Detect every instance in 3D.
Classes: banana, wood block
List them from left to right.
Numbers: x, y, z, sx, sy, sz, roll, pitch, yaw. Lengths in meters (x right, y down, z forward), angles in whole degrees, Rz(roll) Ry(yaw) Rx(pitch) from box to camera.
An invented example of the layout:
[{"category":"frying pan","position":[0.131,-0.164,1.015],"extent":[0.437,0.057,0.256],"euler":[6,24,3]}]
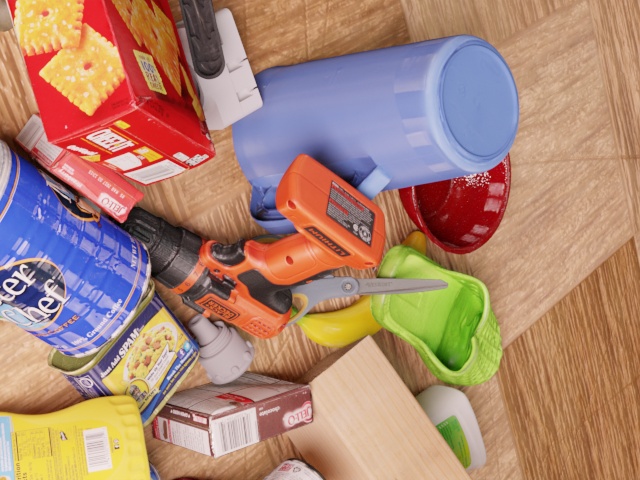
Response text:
[{"category":"banana","position":[0.049,0.057,1.067],"extent":[0.197,0.037,0.069],"euler":[-29,113,-38]},{"category":"wood block","position":[0.056,0.203,0.991],"extent":[0.090,0.091,0.206],"euler":[-35,89,-34]}]

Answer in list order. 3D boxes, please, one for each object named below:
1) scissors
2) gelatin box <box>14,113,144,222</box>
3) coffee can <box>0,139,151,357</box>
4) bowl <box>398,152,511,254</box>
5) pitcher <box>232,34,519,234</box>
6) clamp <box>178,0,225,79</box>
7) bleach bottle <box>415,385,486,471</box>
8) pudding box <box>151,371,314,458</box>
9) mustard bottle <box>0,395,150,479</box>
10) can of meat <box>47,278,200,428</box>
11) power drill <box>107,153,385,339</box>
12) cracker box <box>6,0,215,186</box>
[{"category":"scissors","position":[0.012,0.026,0.981],"extent":[0.201,0.016,0.096],"euler":[-16,90,-10]},{"category":"gelatin box","position":[-0.182,-0.054,0.801],"extent":[0.030,0.089,0.073],"euler":[-53,128,-4]},{"category":"coffee can","position":[-0.205,0.007,0.755],"extent":[0.140,0.103,0.102],"euler":[40,67,-39]},{"category":"bowl","position":[0.131,-0.067,1.121],"extent":[0.161,0.055,0.162],"euler":[-5,97,-43]},{"category":"pitcher","position":[0.041,-0.092,0.903],"extent":[0.144,0.243,0.149],"euler":[-14,97,-39]},{"category":"clamp","position":[-0.105,-0.222,0.825],"extent":[0.039,0.171,0.120],"euler":[-11,146,-6]},{"category":"bleach bottle","position":[0.061,0.248,1.078],"extent":[0.250,0.068,0.102],"euler":[-31,111,-35]},{"category":"pudding box","position":[-0.076,0.148,0.920],"extent":[0.113,0.090,0.039],"euler":[-10,98,-42]},{"category":"mustard bottle","position":[-0.223,0.170,0.773],"extent":[0.191,0.058,0.096],"euler":[-5,57,-17]},{"category":"can of meat","position":[-0.155,0.093,0.864],"extent":[0.102,0.058,0.084],"euler":[-52,128,-26]},{"category":"power drill","position":[-0.056,0.001,0.859],"extent":[0.184,0.188,0.057],"euler":[33,49,-30]},{"category":"cracker box","position":[-0.151,-0.158,0.734],"extent":[0.164,0.072,0.214],"euler":[29,43,-76]}]
